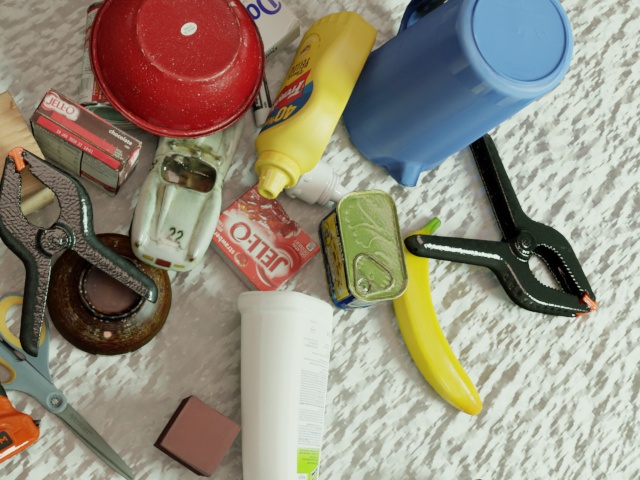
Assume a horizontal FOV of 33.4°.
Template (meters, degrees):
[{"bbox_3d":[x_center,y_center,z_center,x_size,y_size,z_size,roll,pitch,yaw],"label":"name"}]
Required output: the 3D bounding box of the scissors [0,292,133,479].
[{"bbox_3d":[-0.230,0.122,0.942,0.201,0.016,0.096,31,73,-7],"label":"scissors"}]

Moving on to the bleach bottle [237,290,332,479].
[{"bbox_3d":[-0.035,0.175,0.939,0.068,0.102,0.251,-2,77,24],"label":"bleach bottle"}]

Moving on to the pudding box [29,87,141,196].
[{"bbox_3d":[-0.207,-0.084,0.940,0.090,0.114,0.039,32,75,-6],"label":"pudding box"}]

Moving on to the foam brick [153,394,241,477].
[{"bbox_3d":[-0.109,0.171,0.931,0.053,0.078,0.051,35,74,-5],"label":"foam brick"}]

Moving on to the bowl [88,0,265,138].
[{"bbox_3d":[-0.120,-0.174,0.941,0.162,0.055,0.162,4,78,-17],"label":"bowl"}]

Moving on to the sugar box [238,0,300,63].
[{"bbox_3d":[-0.109,-0.239,1.019,0.093,0.048,0.176,-41,83,-6],"label":"sugar box"}]

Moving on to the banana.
[{"bbox_3d":[0.107,0.074,1.027,0.069,0.037,0.198,-8,81,-15],"label":"banana"}]

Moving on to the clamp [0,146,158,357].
[{"bbox_3d":[-0.225,0.009,0.880,0.120,0.039,0.171,-34,99,-16],"label":"clamp"}]

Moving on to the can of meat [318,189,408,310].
[{"bbox_3d":[0.037,0.012,0.997,0.057,0.084,0.102,-6,80,-16],"label":"can of meat"}]

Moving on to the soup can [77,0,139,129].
[{"bbox_3d":[-0.187,-0.161,0.985,0.068,0.069,0.102,7,77,-13],"label":"soup can"}]

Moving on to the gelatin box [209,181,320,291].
[{"bbox_3d":[-0.056,0.001,1.004,0.073,0.030,0.089,-42,90,-17],"label":"gelatin box"}]

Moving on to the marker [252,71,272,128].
[{"bbox_3d":[-0.064,-0.169,1.043,0.020,0.020,0.121,-9,81,-16],"label":"marker"}]

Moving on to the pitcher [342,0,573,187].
[{"bbox_3d":[0.121,-0.160,0.971,0.144,0.243,0.149,-40,95,-21],"label":"pitcher"}]

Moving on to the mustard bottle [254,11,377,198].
[{"bbox_3d":[-0.014,-0.120,0.990,0.058,0.096,0.191,36,61,-24],"label":"mustard bottle"}]

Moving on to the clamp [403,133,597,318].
[{"bbox_3d":[0.184,0.011,1.051,0.210,0.036,0.164,46,59,-6],"label":"clamp"}]
